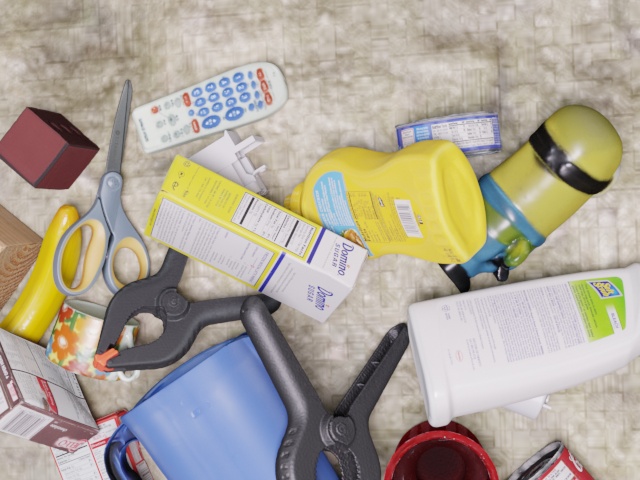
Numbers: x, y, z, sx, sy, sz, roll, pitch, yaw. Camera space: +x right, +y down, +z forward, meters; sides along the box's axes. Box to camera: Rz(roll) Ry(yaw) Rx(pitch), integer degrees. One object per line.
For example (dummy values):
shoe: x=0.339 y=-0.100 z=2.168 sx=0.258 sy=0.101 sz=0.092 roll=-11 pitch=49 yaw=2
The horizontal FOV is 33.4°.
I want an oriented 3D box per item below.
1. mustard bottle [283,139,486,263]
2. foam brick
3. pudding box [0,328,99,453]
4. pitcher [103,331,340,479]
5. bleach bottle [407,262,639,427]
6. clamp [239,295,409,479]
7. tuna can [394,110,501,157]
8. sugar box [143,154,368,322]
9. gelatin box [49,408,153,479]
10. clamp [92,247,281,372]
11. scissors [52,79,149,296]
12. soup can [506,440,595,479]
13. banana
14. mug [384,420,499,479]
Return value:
mustard bottle: x=0.040 y=-0.030 z=0.877 sx=0.192 sy=0.058 sz=0.096 roll=1 pitch=122 yaw=45
foam brick: x=-0.243 y=-0.081 z=0.952 sx=0.053 sy=0.078 sz=0.051 roll=40 pitch=97 yaw=5
pudding box: x=-0.250 y=0.130 z=0.927 sx=0.039 sy=0.113 sz=0.090 roll=-37 pitch=58 yaw=5
pitcher: x=-0.059 y=0.212 z=0.902 sx=0.243 sy=0.144 sz=0.149 roll=56 pitch=140 yaw=2
bleach bottle: x=0.201 y=0.077 z=0.861 sx=0.251 sy=0.068 sz=0.102 roll=-10 pitch=60 yaw=0
clamp: x=-0.002 y=0.147 z=0.855 sx=0.164 sy=0.036 sz=0.210 roll=19 pitch=64 yaw=-28
tuna can: x=0.106 y=-0.084 z=0.883 sx=0.086 sy=0.086 sz=0.034 roll=-7 pitch=92 yaw=10
sugar box: x=-0.056 y=0.001 z=0.893 sx=0.176 sy=0.093 sz=0.048 roll=25 pitch=63 yaw=-6
gelatin box: x=-0.198 y=0.208 z=0.974 sx=0.073 sy=0.030 sz=0.089 roll=-22 pitch=87 yaw=11
clamp: x=-0.118 y=0.061 z=0.922 sx=0.120 sy=0.039 sz=0.171 roll=38 pitch=67 yaw=8
scissors: x=-0.176 y=-0.036 z=0.965 sx=0.096 sy=0.016 sz=0.201 roll=31 pitch=71 yaw=-28
soup can: x=0.207 y=0.226 z=0.880 sx=0.068 sy=0.068 sz=0.102 roll=-42 pitch=84 yaw=9
banana: x=-0.267 y=0.059 z=0.965 sx=0.037 sy=0.069 sz=0.198 roll=34 pitch=85 yaw=27
mug: x=0.109 y=0.204 z=0.889 sx=0.117 sy=0.081 sz=0.093 roll=42 pitch=95 yaw=3
